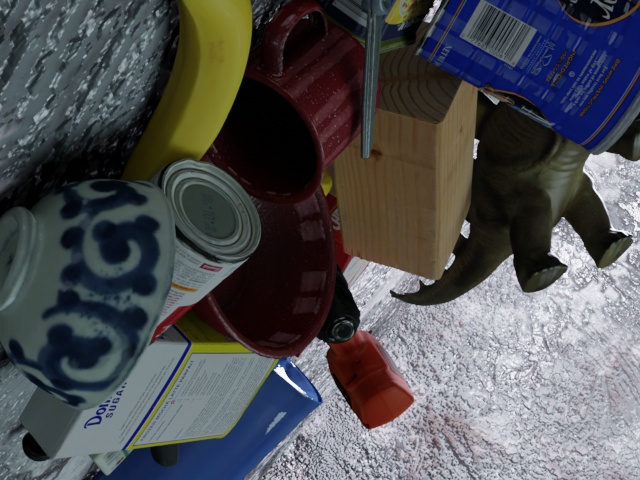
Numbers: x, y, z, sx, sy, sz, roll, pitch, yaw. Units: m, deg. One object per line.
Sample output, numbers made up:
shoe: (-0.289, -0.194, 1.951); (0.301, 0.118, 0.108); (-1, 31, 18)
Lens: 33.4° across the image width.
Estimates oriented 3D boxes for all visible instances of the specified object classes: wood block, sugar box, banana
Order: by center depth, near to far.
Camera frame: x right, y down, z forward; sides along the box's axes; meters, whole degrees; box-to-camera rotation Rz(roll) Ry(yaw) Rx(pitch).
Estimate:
banana: (-0.071, -0.085, 0.559); (0.069, 0.037, 0.198); (-20, 155, -24)
sugar box: (-0.105, 0.091, 0.710); (0.175, 0.048, 0.093); (12, 115, -56)
wood block: (0.066, -0.068, 0.835); (0.206, 0.091, 0.090); (82, 30, -56)

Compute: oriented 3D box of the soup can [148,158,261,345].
soup can: (-0.089, 0.009, 0.598); (0.102, 0.068, 0.068); (-40, 177, 35)

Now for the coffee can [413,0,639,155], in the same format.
coffee can: (0.147, -0.134, 0.701); (0.103, 0.140, 0.103); (-61, -179, 1)

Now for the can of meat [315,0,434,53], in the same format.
can of meat: (0.047, -0.172, 0.677); (0.084, 0.057, 0.102); (-58, 168, 26)

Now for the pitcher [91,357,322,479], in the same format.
pitcher: (-0.119, 0.207, 1.111); (0.243, 0.149, 0.145); (-47, -161, 3)

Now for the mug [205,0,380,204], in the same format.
mug: (-0.016, -0.090, 0.636); (0.081, 0.093, 0.117); (-47, 150, -39)

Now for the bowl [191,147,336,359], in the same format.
bowl: (-0.055, 0.001, 0.714); (0.055, 0.162, 0.161); (-11, -167, 33)

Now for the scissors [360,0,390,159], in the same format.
scissors: (0.038, -0.154, 0.606); (0.096, 0.016, 0.202); (-57, 152, -45)

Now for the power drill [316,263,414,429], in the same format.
power drill: (0.016, 0.073, 0.908); (0.057, 0.184, 0.187); (-29, 125, -2)
